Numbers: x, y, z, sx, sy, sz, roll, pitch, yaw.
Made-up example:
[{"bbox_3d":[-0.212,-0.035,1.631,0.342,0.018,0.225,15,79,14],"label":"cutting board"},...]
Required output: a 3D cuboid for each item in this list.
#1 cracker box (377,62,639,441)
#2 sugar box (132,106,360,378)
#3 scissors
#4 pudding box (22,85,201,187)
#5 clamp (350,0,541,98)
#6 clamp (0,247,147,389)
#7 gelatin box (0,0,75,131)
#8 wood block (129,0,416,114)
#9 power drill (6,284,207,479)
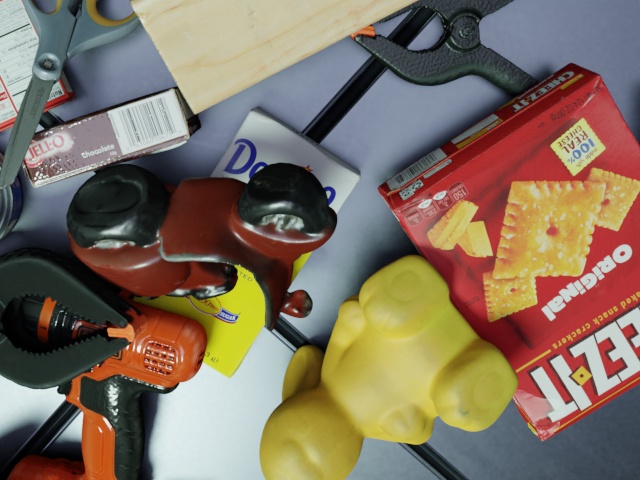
[{"bbox_3d":[0.166,0.011,0.750,0.164,0.072,0.213,-32,107,5],"label":"cracker box"},{"bbox_3d":[-0.055,0.001,0.772,0.093,0.048,0.176,32,100,-2],"label":"sugar box"},{"bbox_3d":[-0.162,-0.118,0.712,0.096,0.016,0.202,3,62,-18],"label":"scissors"},{"bbox_3d":[-0.143,-0.074,0.737,0.113,0.090,0.039,-16,101,2],"label":"pudding box"},{"bbox_3d":[0.106,-0.139,0.755,0.171,0.039,0.120,-8,97,1],"label":"clamp"},{"bbox_3d":[-0.219,0.039,0.700,0.210,0.036,0.164,-3,102,11],"label":"clamp"},{"bbox_3d":[-0.227,-0.127,0.758,0.073,0.030,0.089,-24,99,2],"label":"gelatin box"},{"bbox_3d":[-0.016,-0.182,0.706,0.206,0.091,0.090,-26,124,4],"label":"wood block"},{"bbox_3d":[-0.183,0.115,0.765,0.184,0.057,0.188,16,113,8],"label":"power drill"}]
